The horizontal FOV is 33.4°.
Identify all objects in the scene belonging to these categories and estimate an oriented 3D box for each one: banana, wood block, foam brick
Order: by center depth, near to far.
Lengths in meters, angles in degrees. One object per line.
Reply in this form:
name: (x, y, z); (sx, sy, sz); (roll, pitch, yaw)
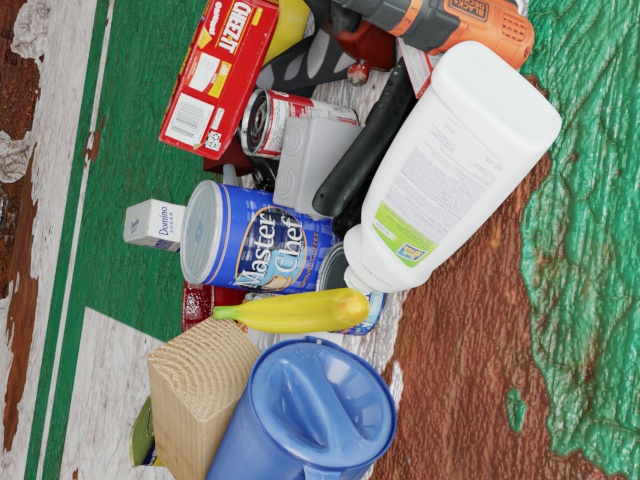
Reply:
banana: (-0.012, 0.065, 0.941); (0.198, 0.069, 0.037); (-10, 90, 49)
wood block: (-0.108, 0.175, 1.066); (0.090, 0.090, 0.206); (46, 151, 25)
foam brick: (-0.108, -0.111, 1.317); (0.078, 0.052, 0.051); (-6, 76, 64)

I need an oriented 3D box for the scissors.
scissors: (-0.091, -0.007, 1.244); (0.096, 0.016, 0.202); (74, -177, -51)

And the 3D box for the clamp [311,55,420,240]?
clamp: (0.054, -0.095, 0.899); (0.210, 0.036, 0.164); (-62, -8, 4)

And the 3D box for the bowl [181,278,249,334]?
bowl: (-0.122, 0.077, 1.270); (0.162, 0.055, 0.162); (-176, 90, -70)

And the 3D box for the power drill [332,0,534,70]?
power drill: (0.084, -0.233, 0.811); (0.057, 0.184, 0.187); (-29, 46, 60)

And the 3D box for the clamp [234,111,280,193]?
clamp: (-0.060, -0.080, 1.184); (0.172, 0.039, 0.120); (30, 143, 61)

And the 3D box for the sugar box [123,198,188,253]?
sugar box: (-0.115, -0.003, 1.147); (0.093, 0.176, 0.048); (-10, 73, 64)

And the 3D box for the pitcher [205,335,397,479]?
pitcher: (-0.037, 0.216, 0.964); (0.145, 0.149, 0.243); (44, 134, 18)

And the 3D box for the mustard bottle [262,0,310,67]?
mustard bottle: (-0.050, -0.242, 1.232); (0.096, 0.058, 0.192); (-126, 50, -61)

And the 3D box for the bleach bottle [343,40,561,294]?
bleach bottle: (0.078, -0.036, 0.840); (0.068, 0.102, 0.251); (-44, -5, -41)

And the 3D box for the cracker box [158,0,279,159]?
cracker box: (-0.100, -0.192, 1.105); (0.213, 0.072, 0.164); (-96, 28, -70)

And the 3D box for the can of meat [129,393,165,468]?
can of meat: (-0.181, 0.239, 1.319); (0.057, 0.083, 0.102); (-105, 33, -42)

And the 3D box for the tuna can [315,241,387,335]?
tuna can: (0.028, 0.045, 0.991); (0.086, 0.033, 0.086); (9, 90, 66)

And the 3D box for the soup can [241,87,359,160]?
soup can: (-0.020, -0.110, 1.067); (0.069, 0.102, 0.068); (-171, 90, -66)

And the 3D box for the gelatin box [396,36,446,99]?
gelatin box: (0.103, -0.143, 0.847); (0.030, 0.073, 0.089); (-58, 33, 40)

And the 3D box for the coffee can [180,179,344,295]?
coffee can: (-0.057, 0.001, 1.063); (0.103, 0.140, 0.103); (-171, 90, -66)
